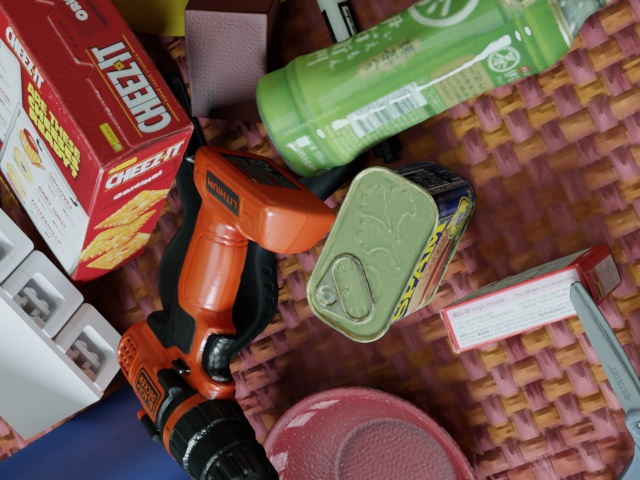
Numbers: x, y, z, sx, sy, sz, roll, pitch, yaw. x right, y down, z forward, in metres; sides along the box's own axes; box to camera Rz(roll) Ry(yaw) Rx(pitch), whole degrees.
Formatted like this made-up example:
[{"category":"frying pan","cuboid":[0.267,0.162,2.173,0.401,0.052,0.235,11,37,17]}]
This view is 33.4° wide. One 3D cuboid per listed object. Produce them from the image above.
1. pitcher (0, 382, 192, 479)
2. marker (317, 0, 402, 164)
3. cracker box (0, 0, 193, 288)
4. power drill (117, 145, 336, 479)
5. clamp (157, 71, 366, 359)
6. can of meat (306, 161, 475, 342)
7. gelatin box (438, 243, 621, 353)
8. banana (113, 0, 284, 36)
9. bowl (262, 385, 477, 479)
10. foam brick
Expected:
[{"category":"pitcher","cuboid":[-0.163,0.195,0.699,0.149,0.242,0.145,-31,87,34]},{"category":"marker","cuboid":[0.025,-0.106,0.680,0.020,0.020,0.121,-20,89,28]},{"category":"cracker box","cuboid":[-0.166,-0.080,0.694,0.164,0.072,0.214,56,154,8]},{"category":"power drill","cuboid":[-0.056,0.050,0.648,0.185,0.057,0.188,41,116,47]},{"category":"clamp","cuboid":[-0.055,0.001,0.728,0.165,0.036,0.210,14,103,27]},{"category":"can of meat","cuboid":[0.046,0.003,0.651,0.057,0.083,0.102,30,111,19]},{"category":"gelatin box","cuboid":[0.123,0.034,0.623,0.089,0.073,0.030,-23,88,28]},{"category":"banana","cuboid":[-0.102,-0.173,0.723,0.198,0.037,0.070,17,105,23]},{"category":"bowl","cuboid":[0.039,0.167,0.698,0.162,0.055,0.162,5,101,26]},{"category":"foam brick","cuboid":[-0.054,-0.121,0.676,0.053,0.051,0.078,6,128,5]}]
